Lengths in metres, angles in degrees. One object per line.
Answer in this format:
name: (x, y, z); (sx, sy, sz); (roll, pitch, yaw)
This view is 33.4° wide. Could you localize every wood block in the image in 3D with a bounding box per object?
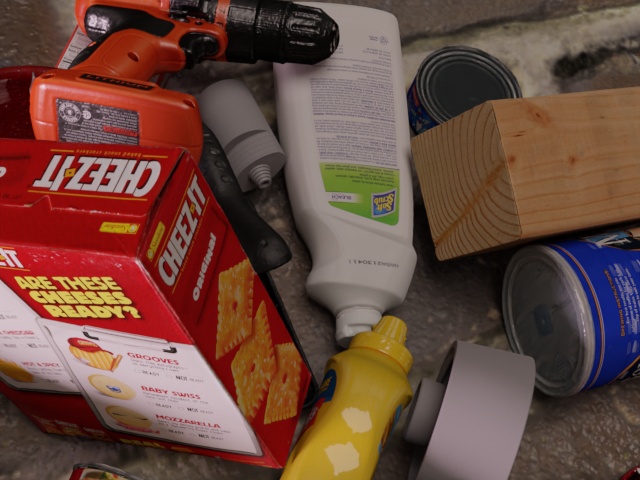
wood block: (0.179, -0.050, 0.742); (0.205, 0.091, 0.090); (-10, 84, -31)

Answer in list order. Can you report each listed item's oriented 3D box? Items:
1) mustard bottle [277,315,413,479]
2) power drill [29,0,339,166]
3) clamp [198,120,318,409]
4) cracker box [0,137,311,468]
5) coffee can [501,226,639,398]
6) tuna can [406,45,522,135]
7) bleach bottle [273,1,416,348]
mustard bottle: (0.010, 0.126, 0.635); (0.058, 0.096, 0.191); (25, 60, 5)
power drill: (-0.089, -0.112, 0.685); (0.184, 0.057, 0.187); (8, 35, 7)
clamp: (-0.055, 0.001, 0.689); (0.036, 0.164, 0.210); (-22, 46, -11)
cracker box: (-0.113, 0.036, 0.559); (0.164, 0.213, 0.072); (4, 56, 21)
coffee can: (0.210, 0.042, 0.727); (0.140, 0.103, 0.103); (-10, 65, -19)
tuna can: (0.110, -0.106, 0.821); (0.086, 0.034, 0.086); (6, 61, -11)
bleach bottle: (0.014, -0.047, 0.751); (0.102, 0.068, 0.251); (3, 65, -9)
